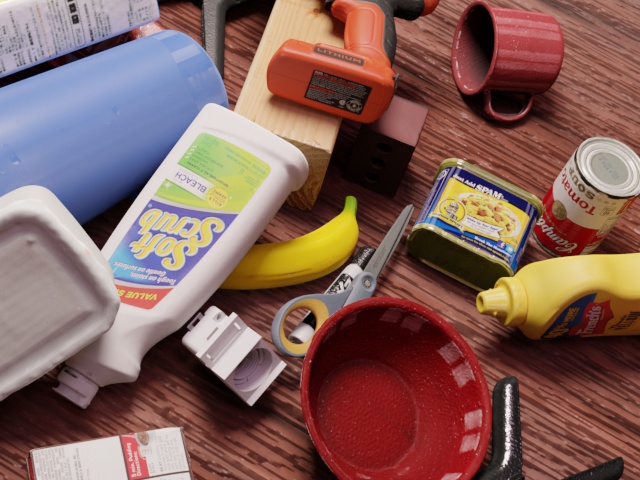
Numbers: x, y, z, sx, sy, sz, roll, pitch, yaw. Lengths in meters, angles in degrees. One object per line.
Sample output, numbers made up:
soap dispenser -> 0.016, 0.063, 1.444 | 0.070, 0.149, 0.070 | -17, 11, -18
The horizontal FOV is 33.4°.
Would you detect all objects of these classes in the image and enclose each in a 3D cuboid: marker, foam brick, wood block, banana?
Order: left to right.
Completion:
banana -> -0.044, 0.011, 0.895 | 0.197, 0.037, 0.070 | -12, 42, -24
wood block -> -0.018, -0.141, 0.969 | 0.091, 0.090, 0.206 | 18, 54, -2
marker -> 0.013, 0.046, 0.894 | 0.020, 0.020, 0.121 | 35, 55, 9
foam brick -> 0.058, -0.087, 0.961 | 0.053, 0.078, 0.051 | 21, 54, 2

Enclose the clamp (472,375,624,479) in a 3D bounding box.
clamp -> 0.148, 0.187, 0.823 | 0.120, 0.039, 0.171 | 41, 56, 15

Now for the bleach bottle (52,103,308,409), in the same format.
bleach bottle -> -0.115, 0.020, 0.821 | 0.102, 0.068, 0.250 | 29, 74, 9

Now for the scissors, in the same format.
scissors -> 0.019, 0.034, 0.878 | 0.096, 0.016, 0.201 | 29, 60, -23

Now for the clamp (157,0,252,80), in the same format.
clamp -> -0.111, -0.240, 1.043 | 0.164, 0.036, 0.209 | 39, 60, 10

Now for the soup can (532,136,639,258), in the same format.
soup can -> 0.240, -0.037, 0.960 | 0.068, 0.102, 0.068 | 7, 56, -11

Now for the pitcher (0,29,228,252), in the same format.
pitcher -> -0.190, -0.071, 0.863 | 0.145, 0.149, 0.242 | 36, 51, 28

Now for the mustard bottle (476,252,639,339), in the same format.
mustard bottle -> 0.222, 0.048, 0.902 | 0.191, 0.096, 0.058 | -2, 60, -16

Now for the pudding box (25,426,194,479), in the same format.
pudding box -> -0.143, 0.184, 0.748 | 0.113, 0.039, 0.090 | -8, 60, -18

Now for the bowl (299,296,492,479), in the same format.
bowl -> 0.049, 0.127, 0.814 | 0.161, 0.055, 0.162 | 10, 65, -22

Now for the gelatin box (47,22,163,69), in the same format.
gelatin box -> -0.194, -0.174, 0.965 | 0.073, 0.030, 0.089 | 39, 75, 10

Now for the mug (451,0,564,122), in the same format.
mug -> 0.187, -0.175, 1.057 | 0.081, 0.093, 0.117 | 1, 87, -20

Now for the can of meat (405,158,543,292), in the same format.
can of meat -> 0.135, -0.011, 0.944 | 0.102, 0.057, 0.083 | 27, 56, 4

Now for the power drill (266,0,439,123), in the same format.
power drill -> 0.009, -0.199, 0.923 | 0.184, 0.057, 0.187 | 16, 54, -3
